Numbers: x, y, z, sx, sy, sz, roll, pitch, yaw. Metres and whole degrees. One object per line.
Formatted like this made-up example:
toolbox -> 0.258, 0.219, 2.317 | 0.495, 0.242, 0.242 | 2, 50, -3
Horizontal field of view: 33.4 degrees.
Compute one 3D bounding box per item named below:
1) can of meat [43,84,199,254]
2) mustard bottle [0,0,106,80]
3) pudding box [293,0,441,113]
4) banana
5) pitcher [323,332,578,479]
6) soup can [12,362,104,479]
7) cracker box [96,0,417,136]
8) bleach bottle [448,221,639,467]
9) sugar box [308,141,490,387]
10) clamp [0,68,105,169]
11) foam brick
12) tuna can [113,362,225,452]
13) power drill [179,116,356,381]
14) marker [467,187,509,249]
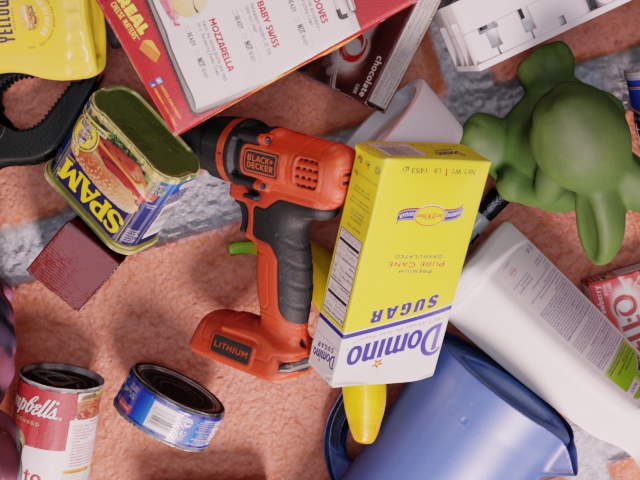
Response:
can of meat -> -0.150, -0.055, 0.814 | 0.102, 0.057, 0.084 | 46, 124, 9
mustard bottle -> -0.260, -0.164, 0.790 | 0.191, 0.058, 0.096 | -3, 107, 5
pudding box -> 0.033, -0.166, 0.815 | 0.090, 0.039, 0.113 | 31, 100, 33
banana -> 0.006, 0.063, 0.849 | 0.070, 0.037, 0.198 | -40, 72, 15
pitcher -> 0.073, 0.197, 0.859 | 0.145, 0.149, 0.243 | 33, 100, -21
soup can -> -0.217, 0.157, 0.864 | 0.068, 0.068, 0.102 | 11, 98, -4
cracker box -> -0.045, -0.193, 0.722 | 0.214, 0.072, 0.164 | -29, 99, 3
bleach bottle -> 0.205, 0.102, 0.830 | 0.251, 0.102, 0.068 | 44, 133, 4
sugar box -> 0.055, 0.018, 0.764 | 0.093, 0.048, 0.176 | -1, 112, -30
clamp -> -0.271, -0.099, 0.839 | 0.210, 0.036, 0.164 | -33, 97, 5
foam brick -> -0.188, 0.015, 0.838 | 0.053, 0.078, 0.051 | 41, 94, -7
tuna can -> -0.120, 0.132, 0.855 | 0.086, 0.086, 0.034 | 27, 95, -6
power drill -> -0.055, 0.001, 0.815 | 0.185, 0.057, 0.188 | 17, 109, 39
marker -> 0.112, 0.004, 0.875 | 0.020, 0.020, 0.121 | 40, 96, -7
